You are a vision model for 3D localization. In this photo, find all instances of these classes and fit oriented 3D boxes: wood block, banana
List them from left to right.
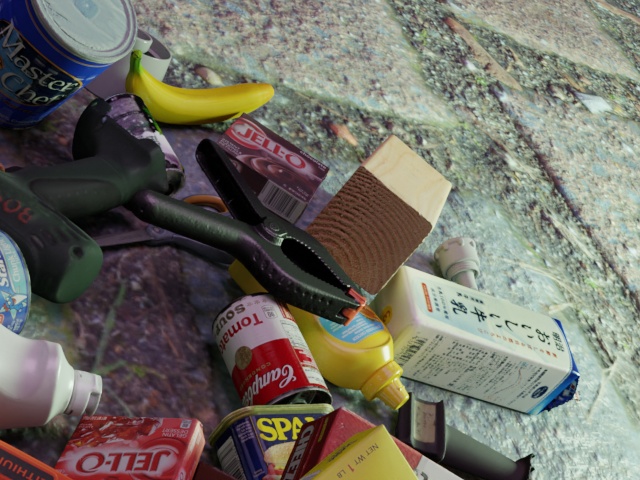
[{"bbox_3d":[-0.131,-0.146,1.091,0.197,0.070,0.037,3,57,-51],"label":"banana"},{"bbox_3d":[0.062,-0.031,1.058,0.090,0.091,0.206,40,17,0],"label":"wood block"}]

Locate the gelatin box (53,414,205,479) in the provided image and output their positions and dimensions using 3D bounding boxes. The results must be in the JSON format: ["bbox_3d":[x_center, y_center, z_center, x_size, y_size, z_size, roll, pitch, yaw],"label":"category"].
[{"bbox_3d":[-0.130,0.152,0.716,0.089,0.030,0.073,0,33,13],"label":"gelatin box"}]

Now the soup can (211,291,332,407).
[{"bbox_3d":[-0.041,0.101,0.867,0.068,0.069,0.102,6,43,-39],"label":"soup can"}]

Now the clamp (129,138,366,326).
[{"bbox_3d":[-0.056,0.001,0.894,0.210,0.036,0.164,41,27,5],"label":"clamp"}]

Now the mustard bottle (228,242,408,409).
[{"bbox_3d":[0.009,0.074,0.954,0.192,0.058,0.096,47,28,16],"label":"mustard bottle"}]

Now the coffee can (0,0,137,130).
[{"bbox_3d":[-0.241,-0.171,0.926,0.102,0.141,0.103,25,52,-37],"label":"coffee can"}]

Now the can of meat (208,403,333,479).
[{"bbox_3d":[-0.023,0.174,0.804,0.101,0.058,0.084,6,47,-38],"label":"can of meat"}]

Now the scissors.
[{"bbox_3d":[-0.129,0.004,0.950,0.096,0.016,0.201,39,32,13],"label":"scissors"}]

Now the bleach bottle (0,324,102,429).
[{"bbox_3d":[-0.258,0.068,0.673,0.250,0.103,0.068,17,43,-26],"label":"bleach bottle"}]

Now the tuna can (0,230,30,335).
[{"bbox_3d":[-0.241,0.033,0.749,0.033,0.086,0.086,-9,54,-50],"label":"tuna can"}]

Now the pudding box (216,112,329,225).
[{"bbox_3d":[-0.055,-0.075,1.098,0.113,0.039,0.090,35,32,-3],"label":"pudding box"}]
